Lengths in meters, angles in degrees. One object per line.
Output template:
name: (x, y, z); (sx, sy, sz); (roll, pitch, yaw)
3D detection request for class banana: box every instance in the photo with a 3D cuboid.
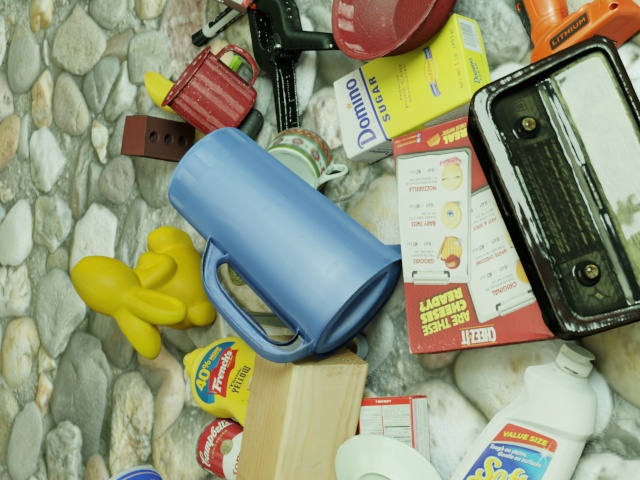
banana: (-0.170, -0.193, 1.376); (0.198, 0.037, 0.069); (2, 66, 44)

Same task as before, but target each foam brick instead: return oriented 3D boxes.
foam brick: (-0.210, -0.131, 1.379); (0.051, 0.078, 0.053); (8, 92, 48)

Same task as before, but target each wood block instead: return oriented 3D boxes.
wood block: (-0.025, 0.211, 1.126); (0.091, 0.090, 0.206); (30, 114, 57)

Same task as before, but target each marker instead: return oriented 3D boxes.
marker: (-0.123, -0.277, 1.343); (0.121, 0.020, 0.020); (-28, 67, 41)

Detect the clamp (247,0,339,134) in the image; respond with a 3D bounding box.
clamp: (-0.043, -0.209, 1.232); (0.210, 0.036, 0.165); (58, 138, 43)

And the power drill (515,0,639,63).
power drill: (0.221, -0.254, 0.961); (0.185, 0.057, 0.188); (-41, 56, 40)

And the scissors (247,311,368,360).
scissors: (-0.015, 0.077, 1.205); (0.202, 0.016, 0.096); (24, 103, 44)

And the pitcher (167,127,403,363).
pitcher: (-0.047, 0.002, 1.083); (0.243, 0.149, 0.145); (42, 112, 18)

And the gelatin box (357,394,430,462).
gelatin box: (0.076, 0.204, 1.090); (0.073, 0.030, 0.089); (-11, 79, 44)

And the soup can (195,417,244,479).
soup can: (-0.087, 0.249, 1.227); (0.102, 0.068, 0.068); (14, 96, 45)

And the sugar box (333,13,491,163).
sugar box: (0.091, -0.151, 1.092); (0.177, 0.048, 0.093); (-23, 69, 41)

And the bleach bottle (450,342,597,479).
bleach bottle: (0.173, 0.203, 0.965); (0.103, 0.067, 0.251); (33, 108, 33)

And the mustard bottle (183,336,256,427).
mustard bottle: (-0.098, 0.163, 1.246); (0.192, 0.058, 0.096); (13, 73, 47)

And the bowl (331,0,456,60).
bowl: (0.084, -0.243, 1.050); (0.162, 0.055, 0.162); (-26, 54, 42)

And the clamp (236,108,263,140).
clamp: (-0.126, -0.073, 1.271); (0.120, 0.039, 0.171); (-42, 21, 47)

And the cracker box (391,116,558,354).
cracker box: (0.155, -0.008, 0.997); (0.165, 0.071, 0.214); (-14, 78, 45)

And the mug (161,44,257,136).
mug: (-0.122, -0.179, 1.267); (0.117, 0.081, 0.093); (-46, 17, 18)
